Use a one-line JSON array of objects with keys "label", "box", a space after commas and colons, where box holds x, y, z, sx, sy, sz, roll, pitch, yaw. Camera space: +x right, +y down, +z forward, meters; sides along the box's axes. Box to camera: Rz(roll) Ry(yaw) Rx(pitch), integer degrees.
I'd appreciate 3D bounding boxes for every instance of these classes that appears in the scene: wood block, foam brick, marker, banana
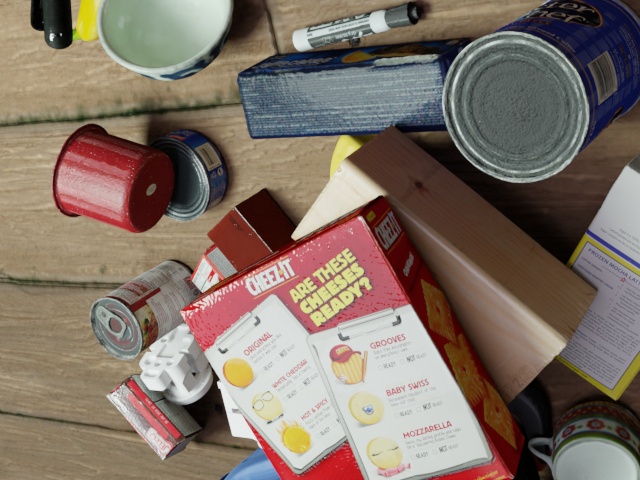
[{"label": "wood block", "box": [0.095, 0.019, 0.818, 0.206, 0.090, 0.090, 41, 126, 8]}, {"label": "foam brick", "box": [-0.057, 0.001, 1.009, 0.078, 0.051, 0.053, 51, 129, 3]}, {"label": "marker", "box": [0.030, -0.177, 0.884, 0.121, 0.020, 0.020, -6, 108, 36]}, {"label": "banana", "box": [-0.212, -0.265, 0.997, 0.070, 0.037, 0.198, 27, 124, 21]}]

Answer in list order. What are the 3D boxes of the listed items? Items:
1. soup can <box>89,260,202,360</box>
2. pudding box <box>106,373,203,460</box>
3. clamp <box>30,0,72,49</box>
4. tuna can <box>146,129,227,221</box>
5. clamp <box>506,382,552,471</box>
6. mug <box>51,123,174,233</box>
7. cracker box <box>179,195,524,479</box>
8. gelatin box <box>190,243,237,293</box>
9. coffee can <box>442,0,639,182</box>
[{"label": "soup can", "box": [-0.176, 0.069, 1.090, 0.069, 0.102, 0.068, 15, 120, 28]}, {"label": "pudding box", "box": [-0.175, 0.187, 1.144, 0.039, 0.113, 0.090, -42, 83, 1]}, {"label": "clamp", "box": [-0.246, -0.279, 0.975, 0.165, 0.036, 0.210, -131, 43, -59]}, {"label": "tuna can", "box": [-0.133, -0.064, 1.041, 0.086, 0.033, 0.086, 15, 120, 28]}, {"label": "clamp", "box": [0.149, 0.124, 0.934, 0.171, 0.039, 0.120, 42, 133, 3]}, {"label": "mug", "box": [-0.190, -0.049, 1.015, 0.082, 0.093, 0.117, 18, 152, 21]}, {"label": "cracker box", "box": [0.025, 0.098, 0.781, 0.164, 0.072, 0.213, -28, 96, 24]}, {"label": "gelatin box", "box": [-0.085, 0.050, 1.050, 0.089, 0.030, 0.073, 49, 154, 6]}, {"label": "coffee can", "box": [0.162, -0.111, 0.746, 0.103, 0.140, 0.103, 15, 120, 28]}]
